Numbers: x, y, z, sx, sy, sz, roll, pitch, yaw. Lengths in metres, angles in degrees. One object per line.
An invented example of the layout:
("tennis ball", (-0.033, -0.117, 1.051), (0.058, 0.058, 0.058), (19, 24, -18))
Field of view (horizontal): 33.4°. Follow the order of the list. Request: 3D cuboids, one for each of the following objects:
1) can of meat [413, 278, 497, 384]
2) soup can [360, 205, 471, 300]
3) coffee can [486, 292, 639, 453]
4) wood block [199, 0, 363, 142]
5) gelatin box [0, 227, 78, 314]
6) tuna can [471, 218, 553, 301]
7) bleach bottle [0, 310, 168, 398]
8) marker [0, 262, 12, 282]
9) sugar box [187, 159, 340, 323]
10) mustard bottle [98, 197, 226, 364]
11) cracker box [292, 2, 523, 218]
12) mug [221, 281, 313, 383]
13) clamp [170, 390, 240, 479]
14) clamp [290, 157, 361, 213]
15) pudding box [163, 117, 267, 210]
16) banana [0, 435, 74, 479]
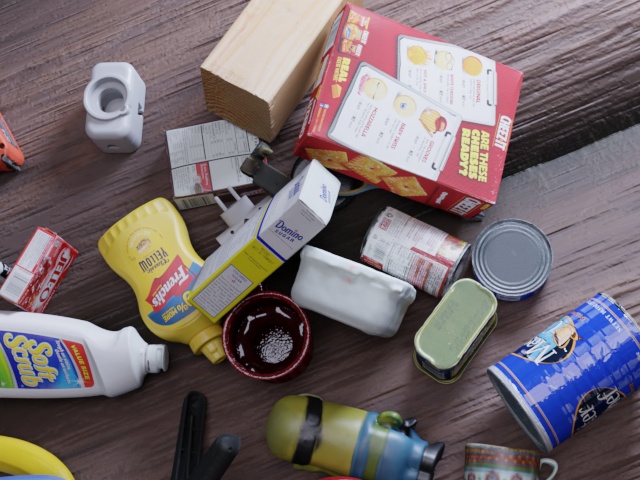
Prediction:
("can of meat", (0.141, 0.094, 1.113), (0.057, 0.084, 0.102), (35, 82, 14))
("soup can", (0.102, 0.013, 1.148), (0.102, 0.068, 0.068), (26, 79, 14))
("coffee can", (0.255, 0.133, 1.077), (0.140, 0.103, 0.103), (-34, 73, -3))
("wood block", (-0.040, -0.226, 1.201), (0.090, 0.091, 0.206), (28, 68, 13))
("gelatin box", (-0.314, 0.036, 1.193), (0.030, 0.073, 0.089), (27, 79, 12))
("tuna can", (0.206, 0.022, 1.150), (0.086, 0.033, 0.086), (-2, 74, 7))
("bleach bottle", (-0.292, 0.121, 1.167), (0.251, 0.068, 0.102), (-1, 96, 6))
("marker", (-0.349, 0.035, 1.173), (0.020, 0.121, 0.020), (-2, 75, 7))
("sugar box", (-0.057, 0.002, 1.093), (0.048, 0.093, 0.176), (44, 119, -15))
("mustard bottle", (-0.160, 0.053, 1.176), (0.096, 0.058, 0.192), (-35, 74, 0))
("cracker box", (0.095, -0.136, 1.147), (0.213, 0.072, 0.164), (20, 71, -11))
("mug", (-0.055, 0.097, 1.138), (0.093, 0.081, 0.117), (-18, 73, 2))
("clamp", (-0.143, 0.263, 1.101), (0.036, 0.165, 0.210), (18, 98, -20))
("clamp", (0.014, -0.099, 1.205), (0.120, 0.039, 0.171), (40, 83, 17))
("pudding box", (-0.118, -0.091, 1.221), (0.113, 0.039, 0.090), (-10, 71, 2))
("banana", (-0.338, 0.248, 1.157), (0.198, 0.037, 0.069), (20, 77, 12))
